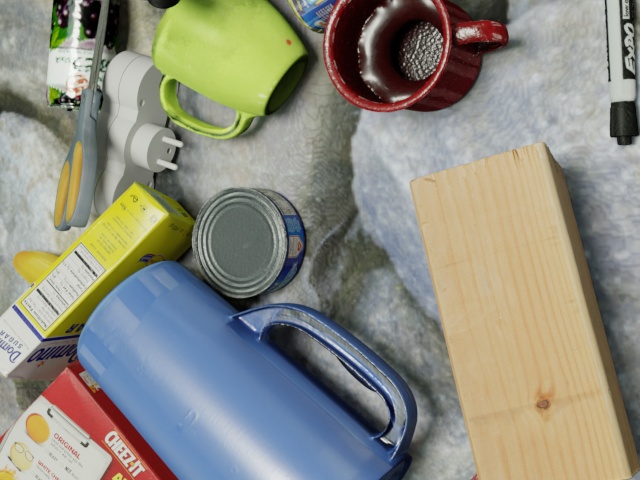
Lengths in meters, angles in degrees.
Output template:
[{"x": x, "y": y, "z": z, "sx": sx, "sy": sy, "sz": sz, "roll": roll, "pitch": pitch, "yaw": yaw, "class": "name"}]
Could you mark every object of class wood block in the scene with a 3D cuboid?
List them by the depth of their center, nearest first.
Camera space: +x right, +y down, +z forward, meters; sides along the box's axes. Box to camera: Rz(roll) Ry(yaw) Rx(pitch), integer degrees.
[{"x": 0.130, "y": 0.054, "z": 0.682, "sx": 0.091, "sy": 0.090, "sz": 0.206, "roll": -15, "pitch": 78, "yaw": 18, "class": "wood block"}]

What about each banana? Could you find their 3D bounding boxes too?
[{"x": -0.197, "y": 0.073, "z": 0.907, "sx": 0.070, "sy": 0.037, "sz": 0.198, "roll": -42, "pitch": 73, "yaw": 21, "class": "banana"}]

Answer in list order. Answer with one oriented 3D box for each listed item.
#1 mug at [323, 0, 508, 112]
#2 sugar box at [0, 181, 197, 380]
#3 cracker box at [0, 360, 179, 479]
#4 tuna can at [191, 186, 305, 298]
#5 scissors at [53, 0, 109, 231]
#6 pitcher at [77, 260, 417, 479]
[{"x": 0.071, "y": -0.133, "z": 0.730, "sx": 0.117, "sy": 0.081, "sz": 0.093, "roll": -7, "pitch": 88, "yaw": 28, "class": "mug"}, {"x": -0.177, "y": 0.035, "z": 0.835, "sx": 0.048, "sy": 0.093, "sz": 0.176, "roll": 43, "pitch": 93, "yaw": 14, "class": "sugar box"}, {"x": -0.195, "y": 0.215, "z": 0.872, "sx": 0.164, "sy": 0.072, "sz": 0.214, "roll": 49, "pitch": 117, "yaw": 6, "class": "cracker box"}, {"x": -0.055, "y": 0.001, "z": 0.830, "sx": 0.086, "sy": 0.033, "sz": 0.086, "roll": 1, "pitch": 92, "yaw": 28, "class": "tuna can"}, {"x": -0.189, "y": -0.094, "z": 0.848, "sx": 0.096, "sy": 0.016, "sz": 0.202, "roll": -44, "pitch": 41, "yaw": 51, "class": "scissors"}, {"x": -0.055, "y": 0.120, "z": 0.773, "sx": 0.243, "sy": 0.149, "sz": 0.145, "roll": 42, "pitch": 152, "yaw": 18, "class": "pitcher"}]
